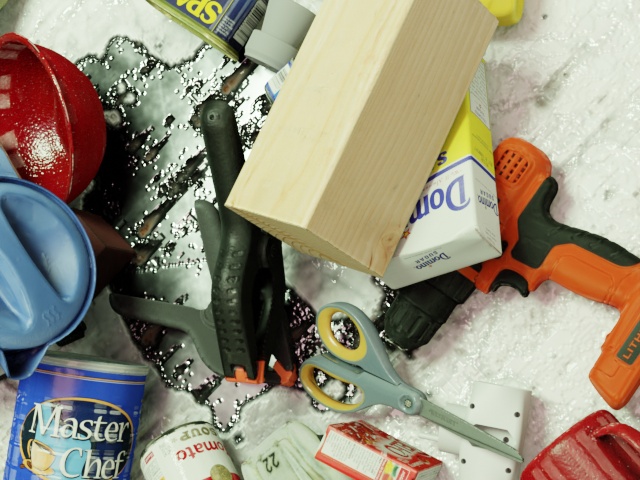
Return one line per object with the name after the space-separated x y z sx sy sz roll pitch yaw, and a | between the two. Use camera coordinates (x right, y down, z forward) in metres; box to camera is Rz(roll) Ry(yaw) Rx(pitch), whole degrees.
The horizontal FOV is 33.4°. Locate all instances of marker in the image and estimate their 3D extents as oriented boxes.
-0.257 0.101 0.940 0.121 0.020 0.020 -27 74 14 | marker

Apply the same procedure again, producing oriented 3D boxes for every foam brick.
-0.211 0.018 0.917 0.078 0.053 0.051 -47 70 7 | foam brick

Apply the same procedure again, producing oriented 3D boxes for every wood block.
0.031 -0.091 0.754 0.090 0.090 0.206 17 79 46 | wood block

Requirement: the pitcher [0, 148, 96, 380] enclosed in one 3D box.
-0.296 0.037 0.862 0.243 0.145 0.149 -23 30 47 | pitcher

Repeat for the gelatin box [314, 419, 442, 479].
0.045 0.161 0.787 0.073 0.089 0.030 24 91 20 | gelatin box

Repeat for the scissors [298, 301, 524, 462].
0.061 0.099 0.787 0.202 0.016 0.096 5 102 41 | scissors

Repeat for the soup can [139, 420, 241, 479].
-0.092 0.201 0.831 0.068 0.068 0.102 -38 59 11 | soup can

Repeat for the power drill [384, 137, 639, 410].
0.159 0.040 0.781 0.188 0.057 0.184 35 94 20 | power drill

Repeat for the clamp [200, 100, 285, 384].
-0.055 0.001 0.802 0.036 0.164 0.210 2 81 22 | clamp

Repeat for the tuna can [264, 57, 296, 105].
-0.005 -0.102 0.845 0.034 0.086 0.086 -40 72 11 | tuna can

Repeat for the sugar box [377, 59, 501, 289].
0.079 -0.060 0.792 0.093 0.048 0.176 -20 51 30 | sugar box

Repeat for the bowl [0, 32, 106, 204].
-0.231 -0.100 0.917 0.162 0.055 0.162 21 118 45 | bowl

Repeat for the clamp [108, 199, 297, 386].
-0.079 0.049 0.875 0.171 0.039 0.120 33 93 13 | clamp

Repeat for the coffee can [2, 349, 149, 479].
-0.201 0.164 0.866 0.103 0.102 0.140 6 85 20 | coffee can

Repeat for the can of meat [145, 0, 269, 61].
-0.090 -0.215 0.908 0.102 0.057 0.084 35 92 20 | can of meat
